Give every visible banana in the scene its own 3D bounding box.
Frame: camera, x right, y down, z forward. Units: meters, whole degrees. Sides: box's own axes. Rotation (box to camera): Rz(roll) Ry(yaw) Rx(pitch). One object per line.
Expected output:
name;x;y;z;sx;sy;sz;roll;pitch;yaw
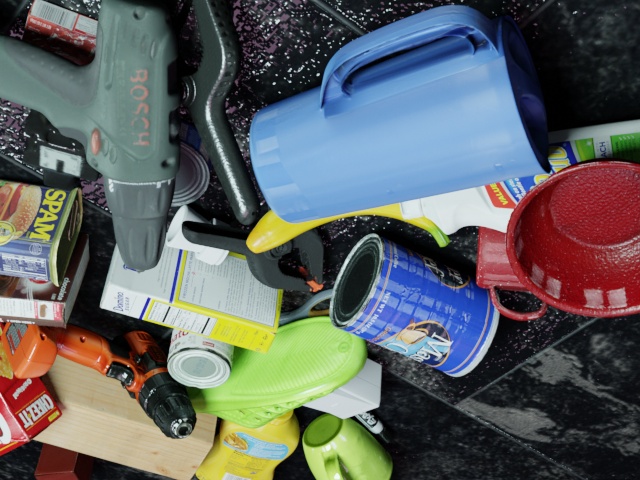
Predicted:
banana;0.027;-0.027;1.008;0.197;0.069;0.037;-2;164;-9

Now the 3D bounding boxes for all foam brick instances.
foam brick;-0.317;0.274;1.338;0.053;0.078;0.051;-6;133;10

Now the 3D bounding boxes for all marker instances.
marker;0.053;0.210;1.286;0.020;0.020;0.121;-23;129;25

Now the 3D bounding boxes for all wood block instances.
wood block;-0.231;0.198;1.244;0.206;0.091;0.090;19;133;-15

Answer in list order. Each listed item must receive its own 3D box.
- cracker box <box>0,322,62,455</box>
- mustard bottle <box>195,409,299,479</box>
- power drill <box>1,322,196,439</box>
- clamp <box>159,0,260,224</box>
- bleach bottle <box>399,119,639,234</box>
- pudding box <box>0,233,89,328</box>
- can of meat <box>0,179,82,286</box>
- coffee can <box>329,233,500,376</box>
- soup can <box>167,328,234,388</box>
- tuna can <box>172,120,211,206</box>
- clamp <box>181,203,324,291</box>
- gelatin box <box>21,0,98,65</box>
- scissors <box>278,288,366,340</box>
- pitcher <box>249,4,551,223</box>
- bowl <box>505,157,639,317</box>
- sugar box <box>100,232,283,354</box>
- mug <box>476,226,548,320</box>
cracker box;-0.406;0.141;1.150;0.164;0.072;0.213;-28;96;28
mustard bottle;-0.079;0.240;1.299;0.096;0.058;0.192;19;134;-13
power drill;-0.227;0.132;1.105;0.187;0.185;0.057;26;98;-34
clamp;-0.103;-0.121;0.894;0.165;0.036;0.210;26;118;22
bleach bottle;0.197;-0.044;0.959;0.251;0.102;0.068;-9;170;12
pudding box;-0.286;0.035;1.067;0.090;0.113;0.039;4;130;-1
can of meat;-0.283;-0.010;1.030;0.084;0.102;0.057;8;136;-1
coffee can;0.095;0.066;1.077;0.140;0.102;0.103;24;132;-18
soup can;-0.121;0.096;1.124;0.068;0.102;0.068;2;136;2
tuna can;-0.145;-0.074;1.001;0.086;0.033;0.086;2;135;2
clamp;-0.057;0.001;1.046;0.120;0.039;0.171;-29;129;1
gelatin box;-0.214;-0.159;0.923;0.089;0.030;0.073;18;134;-14
scissors;-0.031;0.100;1.182;0.202;0.016;0.096;-19;131;22
pitcher;0.062;-0.099;0.898;0.243;0.144;0.149;-14;95;22
bowl;0.236;-0.013;0.887;0.162;0.055;0.162;7;130;8
sugar box;-0.127;0.048;1.083;0.176;0.093;0.048;16;134;-10
mug;0.191;0.019;1.018;0.081;0.117;0.093;3;166;8
